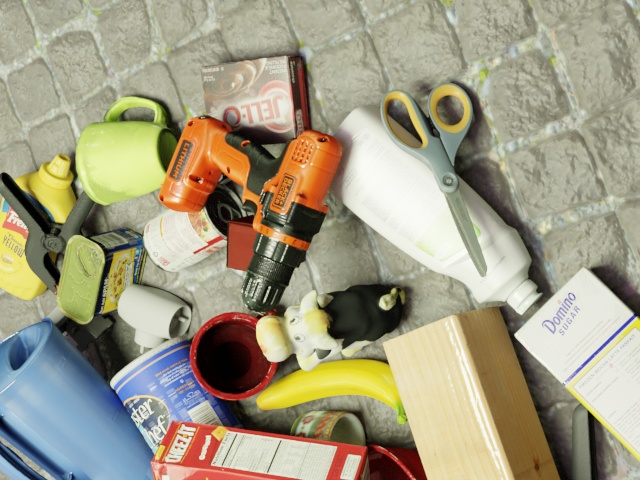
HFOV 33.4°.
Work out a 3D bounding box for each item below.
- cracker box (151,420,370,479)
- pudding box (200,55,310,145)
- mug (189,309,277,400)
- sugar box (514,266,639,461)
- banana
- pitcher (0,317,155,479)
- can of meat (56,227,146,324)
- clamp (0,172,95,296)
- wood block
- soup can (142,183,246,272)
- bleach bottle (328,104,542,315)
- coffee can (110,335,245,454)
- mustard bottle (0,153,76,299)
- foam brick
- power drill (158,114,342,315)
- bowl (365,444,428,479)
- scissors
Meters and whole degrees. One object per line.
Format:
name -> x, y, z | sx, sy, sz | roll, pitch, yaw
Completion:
cracker box -> -0.055, 0.279, 1.100 | 0.214, 0.072, 0.164 | 5, 124, 15
pudding box -> -0.069, -0.146, 1.135 | 0.114, 0.039, 0.090 | -1, 99, 31
mug -> -0.087, 0.120, 1.163 | 0.093, 0.081, 0.117 | 34, 77, 3
sugar box -> 0.272, 0.117, 0.965 | 0.093, 0.048, 0.176 | -46, 71, 11
banana -> 0.020, 0.154, 1.123 | 0.198, 0.069, 0.037 | -4, 119, 40
pitcher -> -0.285, 0.220, 1.222 | 0.242, 0.149, 0.145 | 50, 166, -24
can of meat -> -0.255, 0.039, 1.255 | 0.057, 0.083, 0.102 | 25, 111, 25
clamp -> -0.324, -0.010, 1.265 | 0.120, 0.039, 0.171 | 13, 120, 3
wood block -> 0.148, 0.176, 1.014 | 0.090, 0.090, 0.206 | -26, 76, 36
soup can -> -0.140, -0.013, 1.186 | 0.102, 0.068, 0.068 | -27, 85, 33
bleach bottle -> 0.108, -0.018, 1.040 | 0.251, 0.068, 0.103 | 44, 117, 14
coffee can -> -0.159, 0.194, 1.216 | 0.103, 0.102, 0.140 | -40, 78, 30
mustard bottle -> -0.351, -0.025, 1.316 | 0.096, 0.058, 0.192 | 37, 115, 11
foam brick -> -0.057, 0.001, 1.134 | 0.053, 0.078, 0.051 | 9, 104, 32
power drill -> -0.077, -0.038, 1.063 | 0.188, 0.057, 0.184 | 24, 92, 38
bowl -> 0.102, 0.271, 1.078 | 0.162, 0.055, 0.162 | 44, 146, 41
scissors -> 0.132, -0.069, 1.001 | 0.096, 0.016, 0.202 | -31, 72, -10
